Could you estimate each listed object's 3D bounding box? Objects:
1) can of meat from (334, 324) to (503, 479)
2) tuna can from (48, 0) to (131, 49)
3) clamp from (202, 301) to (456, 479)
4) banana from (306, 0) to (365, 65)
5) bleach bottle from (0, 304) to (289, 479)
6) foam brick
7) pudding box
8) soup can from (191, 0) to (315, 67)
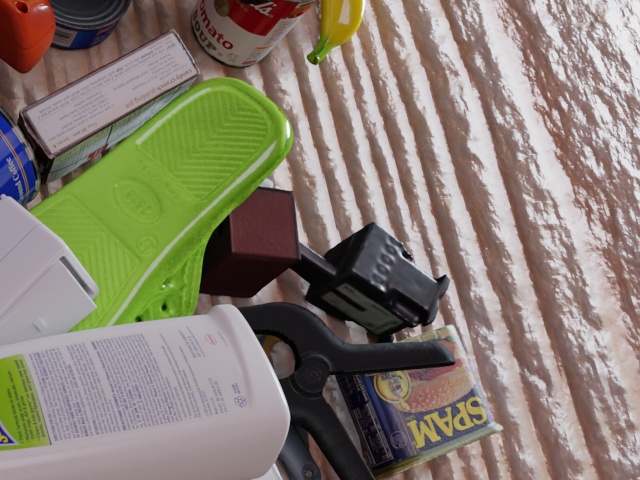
[{"bbox_3d":[0.068,0.115,0.761,0.101,0.058,0.084,-14,75,-34],"label":"can of meat"},{"bbox_3d":[-0.178,-0.179,0.753,0.086,0.034,0.086,12,64,-26],"label":"tuna can"},{"bbox_3d":[-0.005,0.101,0.699,0.171,0.039,0.120,18,67,-1],"label":"clamp"},{"bbox_3d":[-0.007,-0.241,0.878,0.069,0.037,0.198,-12,77,-35],"label":"banana"},{"bbox_3d":[-0.145,0.088,0.541,0.250,0.068,0.103,-1,41,-33],"label":"bleach bottle"},{"bbox_3d":[-0.055,0.001,0.724,0.051,0.078,0.053,6,65,-28],"label":"foam brick"},{"bbox_3d":[-0.139,-0.085,0.688,0.113,0.090,0.039,-35,93,-20],"label":"pudding box"},{"bbox_3d":[-0.046,-0.180,0.789,0.068,0.102,0.068,12,65,-26],"label":"soup can"}]
